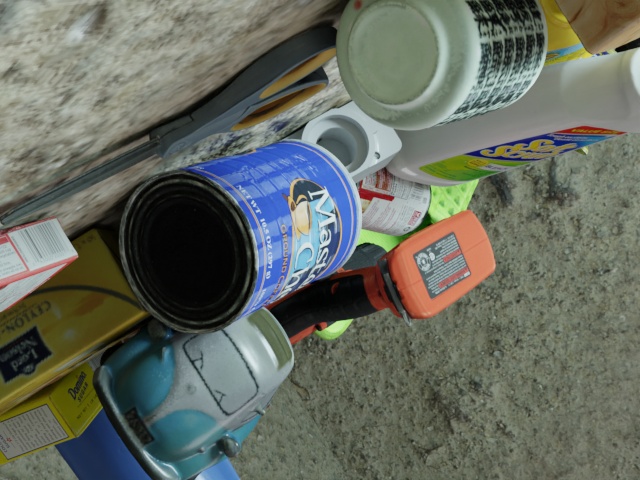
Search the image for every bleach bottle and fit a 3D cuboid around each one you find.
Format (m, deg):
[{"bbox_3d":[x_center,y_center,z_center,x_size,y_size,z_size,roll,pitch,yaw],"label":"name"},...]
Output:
[{"bbox_3d":[0.167,-0.097,0.794,0.102,0.068,0.251,9,165,-42],"label":"bleach bottle"}]

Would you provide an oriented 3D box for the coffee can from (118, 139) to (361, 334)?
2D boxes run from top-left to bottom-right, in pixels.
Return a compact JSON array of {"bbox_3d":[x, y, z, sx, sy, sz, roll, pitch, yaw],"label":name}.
[{"bbox_3d":[-0.049,-0.007,0.702,0.103,0.103,0.140,-34,175,31],"label":"coffee can"}]

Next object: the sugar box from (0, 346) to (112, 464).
[{"bbox_3d":[-0.245,0.137,0.839,0.176,0.048,0.093,-21,-163,24],"label":"sugar box"}]

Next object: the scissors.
[{"bbox_3d":[-0.063,-0.063,0.544,0.201,0.016,0.096,-28,173,-38],"label":"scissors"}]

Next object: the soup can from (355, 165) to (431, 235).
[{"bbox_3d":[0.037,-0.043,0.886,0.069,0.068,0.102,-34,151,32],"label":"soup can"}]

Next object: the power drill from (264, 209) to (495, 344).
[{"bbox_3d":[0.041,0.031,0.834,0.188,0.057,0.184,-21,-173,46],"label":"power drill"}]

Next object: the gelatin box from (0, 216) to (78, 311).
[{"bbox_3d":[-0.187,0.023,0.576,0.073,0.030,0.089,-32,175,34],"label":"gelatin box"}]
